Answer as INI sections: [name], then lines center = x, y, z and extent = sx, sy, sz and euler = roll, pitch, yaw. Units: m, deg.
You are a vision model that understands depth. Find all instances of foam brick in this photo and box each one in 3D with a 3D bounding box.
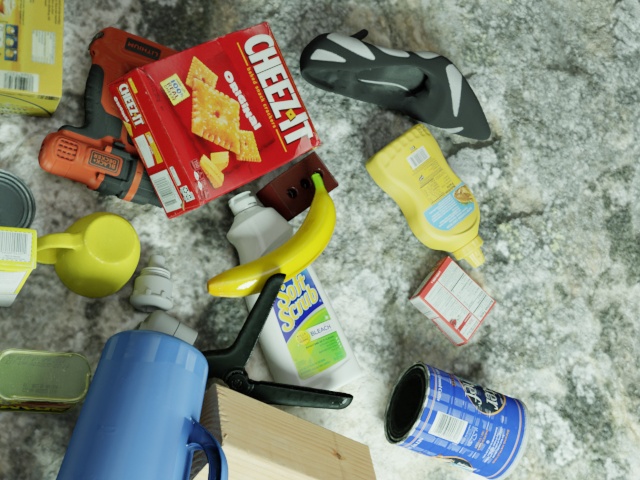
[foam brick]
center = -0.027, -0.061, 1.282
extent = 0.078, 0.051, 0.053
euler = -38, 93, -27

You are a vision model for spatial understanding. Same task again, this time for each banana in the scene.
[banana]
center = -0.041, 0.009, 1.204
extent = 0.070, 0.037, 0.197
euler = 36, 63, 16

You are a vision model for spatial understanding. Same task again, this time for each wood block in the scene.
[wood block]
center = -0.046, 0.242, 1.128
extent = 0.205, 0.090, 0.091
euler = 27, 28, -28

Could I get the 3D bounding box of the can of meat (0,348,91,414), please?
[can of meat]
center = -0.291, 0.144, 1.095
extent = 0.102, 0.084, 0.057
euler = 6, 73, -22

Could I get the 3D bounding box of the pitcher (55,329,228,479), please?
[pitcher]
center = -0.173, 0.213, 1.019
extent = 0.149, 0.145, 0.242
euler = 24, 56, -20

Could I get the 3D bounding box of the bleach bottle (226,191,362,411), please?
[bleach bottle]
center = -0.048, 0.063, 1.235
extent = 0.102, 0.068, 0.251
euler = -23, 83, -26

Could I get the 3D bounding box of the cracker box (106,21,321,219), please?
[cracker box]
center = -0.114, -0.141, 1.213
extent = 0.213, 0.072, 0.164
euler = -31, 100, -43

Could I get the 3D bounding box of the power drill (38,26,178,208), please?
[power drill]
center = -0.213, -0.136, 1.220
extent = 0.184, 0.057, 0.187
euler = 19, 68, -24

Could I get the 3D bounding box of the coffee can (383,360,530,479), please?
[coffee can]
center = 0.160, 0.213, 1.257
extent = 0.140, 0.103, 0.102
euler = 22, 68, -16

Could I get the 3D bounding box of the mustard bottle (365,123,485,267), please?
[mustard bottle]
center = 0.146, -0.047, 1.349
extent = 0.096, 0.058, 0.191
euler = -37, 92, -31

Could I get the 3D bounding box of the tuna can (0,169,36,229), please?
[tuna can]
center = -0.351, -0.032, 1.146
extent = 0.086, 0.034, 0.086
euler = 6, 73, -22

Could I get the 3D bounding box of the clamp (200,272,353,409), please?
[clamp]
center = -0.079, 0.158, 1.160
extent = 0.210, 0.036, 0.164
euler = -36, 91, 0

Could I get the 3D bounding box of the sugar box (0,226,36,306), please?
[sugar box]
center = -0.340, 0.026, 1.055
extent = 0.093, 0.176, 0.048
euler = 7, 75, -22

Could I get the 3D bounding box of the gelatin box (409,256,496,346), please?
[gelatin box]
center = 0.166, 0.077, 1.339
extent = 0.089, 0.030, 0.073
euler = 44, 62, -7
